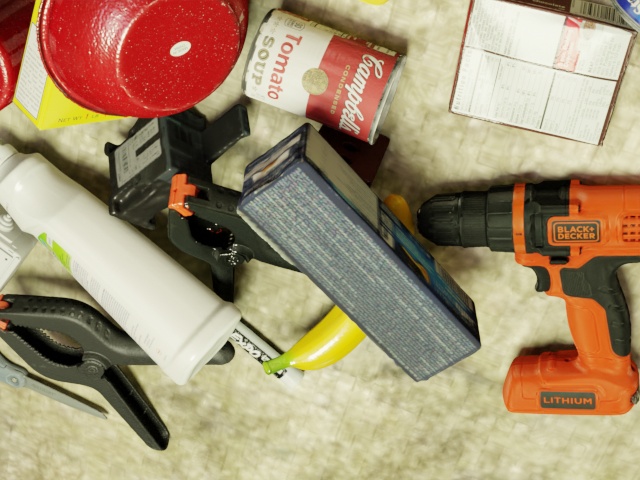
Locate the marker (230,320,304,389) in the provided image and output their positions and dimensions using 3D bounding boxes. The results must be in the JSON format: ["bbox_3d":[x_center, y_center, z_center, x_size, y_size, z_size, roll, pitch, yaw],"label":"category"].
[{"bbox_3d":[-0.065,0.085,0.931,0.121,0.020,0.020,41,122,-8],"label":"marker"}]

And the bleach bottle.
[{"bbox_3d":[-0.180,0.007,0.870,0.251,0.068,0.103,42,156,4],"label":"bleach bottle"}]

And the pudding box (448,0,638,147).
[{"bbox_3d":[0.151,-0.121,0.734,0.113,0.039,0.090,16,123,10],"label":"pudding box"}]

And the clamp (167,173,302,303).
[{"bbox_3d":[-0.055,0.001,0.834,0.120,0.039,0.171,-15,148,13],"label":"clamp"}]

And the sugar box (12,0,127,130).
[{"bbox_3d":[-0.155,-0.166,0.766,0.048,0.093,0.176,45,129,25],"label":"sugar box"}]

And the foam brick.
[{"bbox_3d":[0.014,-0.050,0.794,0.053,0.078,0.051,22,123,1],"label":"foam brick"}]

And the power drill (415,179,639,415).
[{"bbox_3d":[0.170,0.043,0.811,0.185,0.057,0.187,0,119,17],"label":"power drill"}]

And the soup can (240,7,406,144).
[{"bbox_3d":[0.002,-0.118,0.764,0.102,0.068,0.069,22,123,5],"label":"soup can"}]

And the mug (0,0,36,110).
[{"bbox_3d":[-0.253,-0.155,0.812,0.093,0.081,0.117,13,122,9],"label":"mug"}]

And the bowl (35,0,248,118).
[{"bbox_3d":[-0.108,-0.142,0.732,0.055,0.161,0.162,49,134,38],"label":"bowl"}]

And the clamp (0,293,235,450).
[{"bbox_3d":[-0.188,0.099,0.946,0.209,0.036,0.165,32,127,-16],"label":"clamp"}]

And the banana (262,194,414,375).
[{"bbox_3d":[0.030,0.044,0.854,0.037,0.069,0.198,50,121,28],"label":"banana"}]

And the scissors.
[{"bbox_3d":[-0.299,0.114,1.021,0.202,0.016,0.096,11,122,11],"label":"scissors"}]
